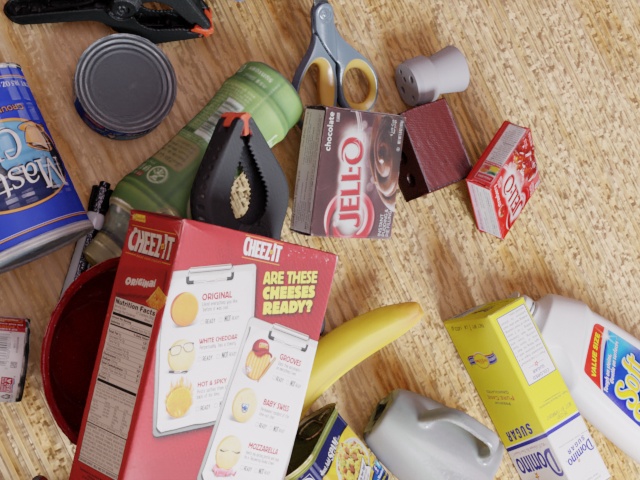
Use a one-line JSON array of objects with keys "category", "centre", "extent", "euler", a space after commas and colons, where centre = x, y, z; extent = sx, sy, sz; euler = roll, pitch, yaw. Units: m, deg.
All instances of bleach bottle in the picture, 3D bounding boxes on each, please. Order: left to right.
[{"category": "bleach bottle", "centre": [0.271, 0.135, 0.998], "extent": [0.250, 0.068, 0.102], "euler": [34, 72, -9]}]

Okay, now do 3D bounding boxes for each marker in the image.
[{"category": "marker", "centre": [-0.194, 0.008, 0.881], "extent": [0.020, 0.020, 0.121], "euler": [18, 77, -16]}]

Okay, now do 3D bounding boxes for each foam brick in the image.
[{"category": "foam brick", "centre": [0.096, -0.083, 0.974], "extent": [0.051, 0.053, 0.078], "euler": [-20, 89, -20]}]

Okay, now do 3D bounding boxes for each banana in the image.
[{"category": "banana", "centre": [0.006, 0.116, 0.911], "extent": [0.197, 0.070, 0.037], "euler": [-45, 136, -24]}]

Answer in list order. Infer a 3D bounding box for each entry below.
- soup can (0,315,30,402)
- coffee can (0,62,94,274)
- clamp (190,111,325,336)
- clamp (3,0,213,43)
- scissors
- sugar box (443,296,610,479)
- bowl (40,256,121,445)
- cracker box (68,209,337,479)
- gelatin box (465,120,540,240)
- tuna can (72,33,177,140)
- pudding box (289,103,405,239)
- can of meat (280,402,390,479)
[{"category": "soup can", "centre": [-0.277, 0.087, 0.816], "extent": [0.102, 0.069, 0.068], "euler": [7, 80, -18]}, {"category": "coffee can", "centre": [-0.251, -0.052, 0.826], "extent": [0.102, 0.103, 0.140], "euler": [-24, 90, -20]}, {"category": "clamp", "centre": [-0.056, 0.001, 0.874], "extent": [0.164, 0.036, 0.210], "euler": [-4, 99, -45]}, {"category": "clamp", "centre": [-0.175, -0.200, 0.891], "extent": [0.171, 0.120, 0.039], "euler": [21, 54, -33]}, {"category": "scissors", "centre": [0.017, -0.192, 0.945], "extent": [0.096, 0.016, 0.202], "euler": [-1, 107, -31]}, {"category": "sugar box", "centre": [0.181, 0.140, 0.949], "extent": [0.048, 0.093, 0.176], "euler": [-24, 90, -20]}, {"category": "bowl", "centre": [-0.160, 0.092, 0.844], "extent": [0.161, 0.055, 0.162], "euler": [3, 86, -43]}, {"category": "cracker box", "centre": [-0.085, 0.097, 0.788], "extent": [0.163, 0.072, 0.214], "euler": [14, 88, -48]}, {"category": "gelatin box", "centre": [0.169, -0.054, 0.980], "extent": [0.030, 0.089, 0.073], "euler": [24, 68, 30]}, {"category": "tuna can", "centre": [-0.166, -0.129, 0.903], "extent": [0.086, 0.034, 0.086], "euler": [3, 81, -18]}, {"category": "pudding box", "centre": [0.024, -0.058, 0.928], "extent": [0.089, 0.039, 0.113], "euler": [1, 97, -38]}, {"category": "can of meat", "centre": [0.008, 0.199, 0.883], "extent": [0.084, 0.058, 0.102], "euler": [50, 29, -9]}]
